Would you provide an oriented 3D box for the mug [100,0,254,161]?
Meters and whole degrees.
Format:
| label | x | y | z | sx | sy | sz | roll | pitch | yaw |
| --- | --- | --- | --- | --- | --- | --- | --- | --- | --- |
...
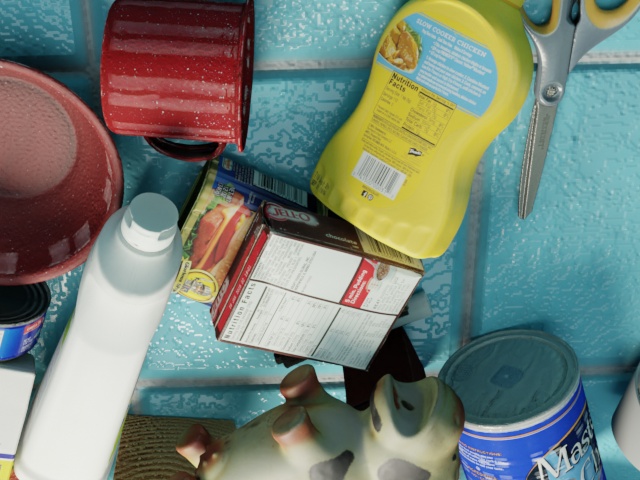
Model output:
| label | x | y | z | sx | sy | sz | roll | pitch | yaw |
| --- | --- | --- | --- | --- | --- | --- | --- | --- | --- |
| mug | -0.084 | -0.094 | 0.643 | 0.081 | 0.093 | 0.117 | 4 | 140 | 0 |

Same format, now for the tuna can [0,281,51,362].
| label | x | y | z | sx | sy | sz | roll | pitch | yaw |
| --- | --- | --- | --- | --- | --- | --- | --- | --- | --- |
| tuna can | -0.226 | 0.044 | 0.712 | 0.086 | 0.086 | 0.034 | 16 | 116 | -13 |

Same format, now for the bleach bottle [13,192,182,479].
| label | x | y | z | sx | sy | sz | roll | pitch | yaw |
| --- | --- | --- | --- | --- | --- | --- | --- | --- | --- |
| bleach bottle | -0.138 | 0.066 | 0.683 | 0.068 | 0.102 | 0.251 | 18 | 137 | -12 |

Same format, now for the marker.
| label | x | y | z | sx | sy | sz | roll | pitch | yaw |
| --- | --- | --- | --- | --- | --- | --- | --- | --- | --- |
| marker | 0.023 | 0.066 | 0.779 | 0.121 | 0.020 | 0.020 | -21 | 120 | 9 |

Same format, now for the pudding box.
| label | x | y | z | sx | sy | sz | roll | pitch | yaw |
| --- | --- | --- | --- | --- | --- | --- | --- | --- | --- |
| pudding box | -0.003 | 0.031 | 0.679 | 0.113 | 0.039 | 0.090 | 16 | 121 | -22 |

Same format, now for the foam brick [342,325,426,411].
| label | x | y | z | sx | sy | sz | roll | pitch | yaw |
| --- | --- | --- | --- | --- | --- | --- | --- | --- | --- |
| foam brick | 0.049 | 0.107 | 0.771 | 0.053 | 0.078 | 0.051 | -22 | 118 | 9 |

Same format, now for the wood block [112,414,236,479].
| label | x | y | z | sx | sy | sz | roll | pitch | yaw |
| --- | --- | --- | --- | --- | --- | --- | --- | --- | --- |
| wood block | -0.117 | 0.247 | 0.837 | 0.090 | 0.091 | 0.206 | 4 | 120 | -6 |

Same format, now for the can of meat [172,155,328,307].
| label | x | y | z | sx | sy | sz | roll | pitch | yaw |
| --- | --- | --- | --- | --- | --- | --- | --- | --- | --- |
| can of meat | -0.055 | 0.001 | 0.715 | 0.084 | 0.057 | 0.102 | 23 | 117 | -14 |

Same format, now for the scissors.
| label | x | y | z | sx | sy | sz | roll | pitch | yaw |
| --- | --- | --- | --- | --- | --- | --- | --- | --- | --- |
| scissors | 0.166 | -0.108 | 0.685 | 0.096 | 0.016 | 0.202 | -11 | 121 | 3 |

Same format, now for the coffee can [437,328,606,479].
| label | x | y | z | sx | sy | sz | roll | pitch | yaw |
| --- | --- | --- | --- | --- | --- | --- | --- | --- | --- |
| coffee can | 0.152 | 0.151 | 0.788 | 0.103 | 0.103 | 0.140 | -17 | 120 | 7 |

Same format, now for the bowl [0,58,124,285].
| label | x | y | z | sx | sy | sz | roll | pitch | yaw |
| --- | --- | --- | --- | --- | --- | --- | --- | --- | --- |
| bowl | -0.202 | -0.052 | 0.673 | 0.162 | 0.055 | 0.162 | -1 | 123 | -2 |

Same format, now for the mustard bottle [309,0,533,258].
| label | x | y | z | sx | sy | sz | roll | pitch | yaw |
| --- | --- | --- | --- | --- | --- | --- | --- | --- | --- |
| mustard bottle | 0.073 | -0.092 | 0.647 | 0.096 | 0.058 | 0.192 | 34 | 107 | 26 |
